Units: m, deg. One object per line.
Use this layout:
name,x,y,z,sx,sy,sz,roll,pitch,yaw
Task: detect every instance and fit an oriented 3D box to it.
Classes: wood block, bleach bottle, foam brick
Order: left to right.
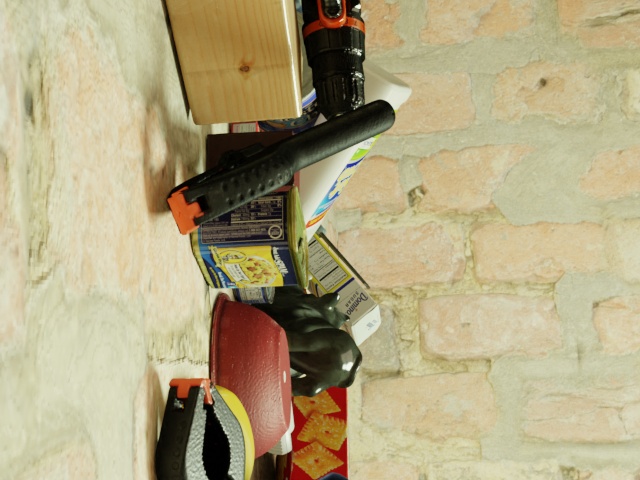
wood block,-0.069,-0.198,0.809,0.090,0.091,0.206,-91,176,-46
foam brick,-0.058,-0.062,0.942,0.051,0.078,0.053,79,9,-70
bleach bottle,0.001,-0.070,1.134,0.251,0.068,0.102,-59,170,15

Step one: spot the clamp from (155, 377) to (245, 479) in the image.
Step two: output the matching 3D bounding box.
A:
clamp,-0.068,0.174,0.708,0.120,0.039,0.171,-1,89,-67

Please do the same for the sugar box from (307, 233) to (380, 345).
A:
sugar box,-0.001,0.035,1.232,0.176,0.048,0.093,46,-10,18

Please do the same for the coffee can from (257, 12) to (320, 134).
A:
coffee can,-0.039,-0.171,1.113,0.140,0.103,0.103,57,30,-82

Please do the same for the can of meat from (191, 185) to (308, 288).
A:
can of meat,-0.056,0.001,0.876,0.102,0.084,0.057,78,9,-63

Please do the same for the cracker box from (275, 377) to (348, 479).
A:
cracker box,-0.014,0.282,1.162,0.213,0.072,0.164,-87,-174,-54

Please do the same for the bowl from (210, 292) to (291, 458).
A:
bowl,-0.058,0.126,0.954,0.162,0.055,0.162,-3,90,-86

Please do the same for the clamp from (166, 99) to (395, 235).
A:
clamp,-0.040,-0.055,0.783,0.036,0.165,0.209,68,24,-10

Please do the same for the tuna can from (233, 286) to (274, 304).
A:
tuna can,-0.067,0.021,1.057,0.086,0.034,0.086,-3,90,-86

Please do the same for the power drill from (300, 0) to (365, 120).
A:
power drill,0.006,-0.200,0.820,0.187,0.057,0.184,85,-2,-74

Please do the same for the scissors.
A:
scissors,-0.014,-0.027,1.250,0.202,0.016,0.096,47,-4,35
